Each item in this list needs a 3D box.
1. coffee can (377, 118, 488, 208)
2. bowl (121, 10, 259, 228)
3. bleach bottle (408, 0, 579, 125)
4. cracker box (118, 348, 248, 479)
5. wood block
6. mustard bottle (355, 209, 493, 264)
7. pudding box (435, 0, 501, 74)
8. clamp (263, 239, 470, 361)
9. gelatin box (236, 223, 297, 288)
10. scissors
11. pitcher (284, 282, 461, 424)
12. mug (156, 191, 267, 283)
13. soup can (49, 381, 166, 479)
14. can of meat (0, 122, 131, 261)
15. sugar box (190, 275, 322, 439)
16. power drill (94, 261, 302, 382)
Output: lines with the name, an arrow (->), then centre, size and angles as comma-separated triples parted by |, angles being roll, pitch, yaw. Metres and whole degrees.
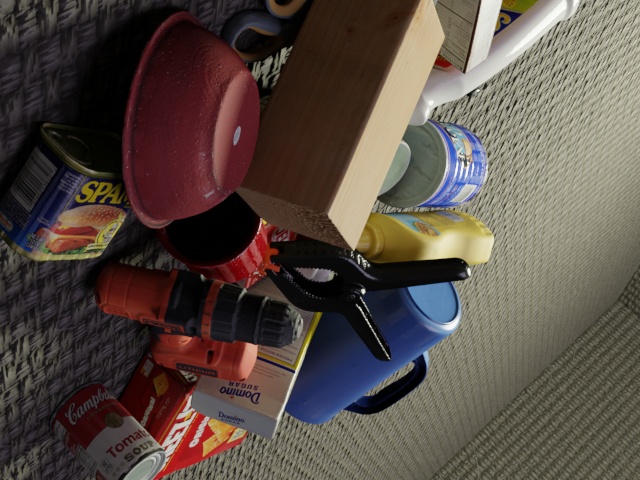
coffee can -> 0.120, -0.088, 1.217 | 0.103, 0.103, 0.140 | -56, 158, 18
bowl -> -0.086, -0.083, 0.783 | 0.162, 0.055, 0.162 | 12, 90, -76
bleach bottle -> 0.145, -0.193, 1.082 | 0.250, 0.103, 0.068 | -44, 157, -15
cracker box -> -0.139, 0.184, 1.216 | 0.213, 0.072, 0.164 | -11, 137, -57
wood block -> 0.018, -0.109, 0.877 | 0.206, 0.090, 0.090 | -67, 157, -12
mustard bottle -> 0.097, -0.002, 1.167 | 0.191, 0.096, 0.058 | -2, 112, -45
pudding box -> 0.123, -0.225, 1.002 | 0.039, 0.090, 0.113 | -39, 157, -23
clamp -> 0.040, 0.042, 1.106 | 0.209, 0.036, 0.165 | 27, 125, -27
gelatin box -> -0.057, 0.001, 1.119 | 0.073, 0.030, 0.089 | -35, 155, -33
scissors -> -0.009, -0.189, 0.905 | 0.201, 0.016, 0.096 | -18, 143, -54
pitcher -> 0.057, 0.120, 1.284 | 0.148, 0.145, 0.243 | -4, 154, -48
mug -> -0.089, -0.020, 0.955 | 0.081, 0.093, 0.117 | 72, 35, -71
soup can -> -0.210, 0.198, 1.055 | 0.068, 0.102, 0.068 | -40, 157, -21
can of meat -> -0.180, -0.033, 0.780 | 0.084, 0.057, 0.102 | -53, 159, 17
sugar box -> -0.063, 0.116, 1.124 | 0.048, 0.093, 0.176 | 105, 6, -50
power drill -> -0.103, 0.080, 0.988 | 0.187, 0.184, 0.057 | 86, 19, -68
